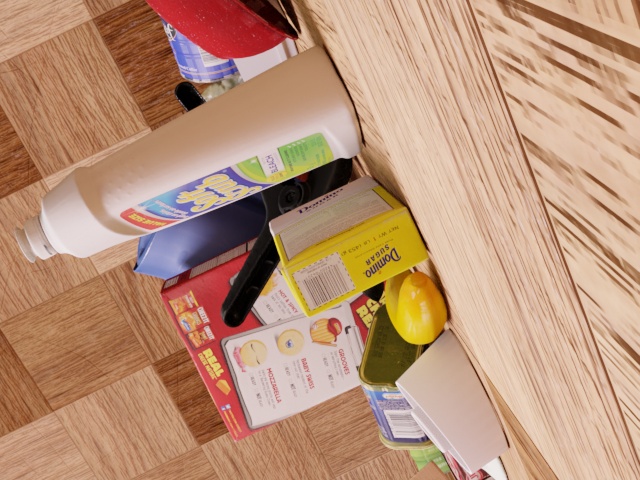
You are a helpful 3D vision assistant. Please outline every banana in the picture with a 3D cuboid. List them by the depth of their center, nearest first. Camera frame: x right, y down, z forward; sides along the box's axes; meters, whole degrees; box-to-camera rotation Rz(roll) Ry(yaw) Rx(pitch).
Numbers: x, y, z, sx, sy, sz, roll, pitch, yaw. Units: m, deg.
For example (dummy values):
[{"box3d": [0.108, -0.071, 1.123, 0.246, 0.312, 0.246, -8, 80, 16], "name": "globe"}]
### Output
[{"box3d": [0.068, 0.047, 0.811, 0.069, 0.037, 0.198, 64, 180, -6], "name": "banana"}]

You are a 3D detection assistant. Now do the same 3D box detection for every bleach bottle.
[{"box3d": [-0.096, -0.049, 0.766, 0.102, 0.251, 0.068, 65, 180, -73], "name": "bleach bottle"}]

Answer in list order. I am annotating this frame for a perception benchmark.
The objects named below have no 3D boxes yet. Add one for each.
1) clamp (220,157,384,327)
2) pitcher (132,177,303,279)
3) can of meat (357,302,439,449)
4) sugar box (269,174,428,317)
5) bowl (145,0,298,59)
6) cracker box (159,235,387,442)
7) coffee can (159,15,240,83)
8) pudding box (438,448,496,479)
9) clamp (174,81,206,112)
[{"box3d": [-0.023, -0.025, 0.933, 0.036, 0.165, 0.210, 28, -130, -49], "name": "clamp"}, {"box3d": [-0.057, 0.001, 1.091, 0.242, 0.145, 0.149, 20, 178, -14], "name": "pitcher"}, {"box3d": [0.073, 0.113, 0.911, 0.102, 0.057, 0.084, -73, -29, -42], "name": "can of meat"}, {"box3d": [0.015, -0.001, 0.779, 0.176, 0.093, 0.048, -113, -2, -80], "name": "sugar box"}, {"box3d": [-0.096, -0.198, 0.870, 0.162, 0.055, 0.162, 39, -166, -12], "name": "bowl"}, {"box3d": [-0.021, 0.069, 1.013, 0.072, 0.213, 0.164, -109, -6, -77], "name": "cracker box"}, {"box3d": [-0.127, -0.259, 1.166, 0.103, 0.102, 0.140, -116, 7, -52], "name": "coffee can"}, {"box3d": [0.150, 0.225, 1.112, 0.090, 0.039, 0.113, 62, 179, 29], "name": "pudding box"}, {"box3d": [-0.114, -0.118, 1.260, 0.120, 0.039, 0.171, 49, 171, 22], "name": "clamp"}]
